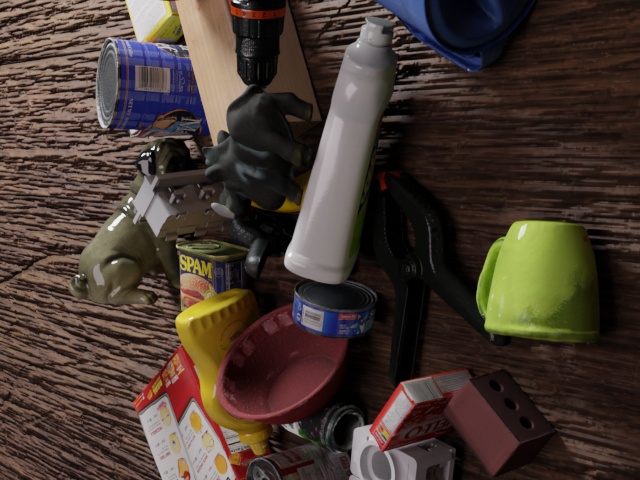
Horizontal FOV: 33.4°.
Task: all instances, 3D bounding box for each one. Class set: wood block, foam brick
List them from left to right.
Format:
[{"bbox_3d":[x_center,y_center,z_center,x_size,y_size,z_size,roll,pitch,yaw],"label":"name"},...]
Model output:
[{"bbox_3d":[-0.083,-0.208,1.164,0.090,0.090,0.206,-27,75,49],"label":"wood block"},{"bbox_3d":[0.160,0.163,0.959,0.078,0.052,0.051,52,132,31],"label":"foam brick"}]

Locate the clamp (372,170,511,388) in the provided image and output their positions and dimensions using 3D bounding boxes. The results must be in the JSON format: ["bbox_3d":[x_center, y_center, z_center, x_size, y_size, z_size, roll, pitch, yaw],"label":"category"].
[{"bbox_3d":[0.102,0.028,1.018,0.165,0.036,0.210,-23,76,51],"label":"clamp"}]

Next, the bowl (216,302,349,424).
[{"bbox_3d":[-0.029,0.141,1.142,0.162,0.162,0.055,15,147,49],"label":"bowl"}]

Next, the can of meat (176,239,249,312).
[{"bbox_3d":[-0.128,0.048,1.289,0.102,0.057,0.084,13,108,49],"label":"can of meat"}]

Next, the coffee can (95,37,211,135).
[{"bbox_3d":[-0.177,-0.175,1.227,0.103,0.140,0.103,-179,90,-65],"label":"coffee can"}]

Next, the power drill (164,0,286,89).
[{"bbox_3d":[-0.100,-0.258,1.059,0.188,0.057,0.184,28,123,42],"label":"power drill"}]

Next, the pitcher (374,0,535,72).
[{"bbox_3d":[0.075,-0.260,0.947,0.243,0.144,0.149,41,114,44],"label":"pitcher"}]

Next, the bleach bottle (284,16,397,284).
[{"bbox_3d":[0.027,-0.090,1.036,0.068,0.102,0.251,16,115,7],"label":"bleach bottle"}]

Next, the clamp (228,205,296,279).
[{"bbox_3d":[-0.058,0.001,1.150,0.172,0.120,0.039,31,112,48],"label":"clamp"}]

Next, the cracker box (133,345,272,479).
[{"bbox_3d":[-0.140,0.253,1.325,0.164,0.071,0.214,-49,60,44],"label":"cracker box"}]

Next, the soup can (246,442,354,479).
[{"bbox_3d":[-0.020,0.257,1.154,0.069,0.102,0.068,11,105,49],"label":"soup can"}]

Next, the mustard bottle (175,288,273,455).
[{"bbox_3d":[-0.095,0.158,1.227,0.058,0.096,0.191,1,112,51],"label":"mustard bottle"}]

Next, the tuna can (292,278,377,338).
[{"bbox_3d":[0.014,0.069,1.094,0.086,0.085,0.034,28,118,45],"label":"tuna can"}]

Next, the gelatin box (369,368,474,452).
[{"bbox_3d":[0.099,0.159,1.002,0.030,0.089,0.073,56,135,32],"label":"gelatin box"}]

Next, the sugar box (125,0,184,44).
[{"bbox_3d":[-0.212,-0.334,1.337,0.094,0.048,0.176,-32,68,48],"label":"sugar box"}]
